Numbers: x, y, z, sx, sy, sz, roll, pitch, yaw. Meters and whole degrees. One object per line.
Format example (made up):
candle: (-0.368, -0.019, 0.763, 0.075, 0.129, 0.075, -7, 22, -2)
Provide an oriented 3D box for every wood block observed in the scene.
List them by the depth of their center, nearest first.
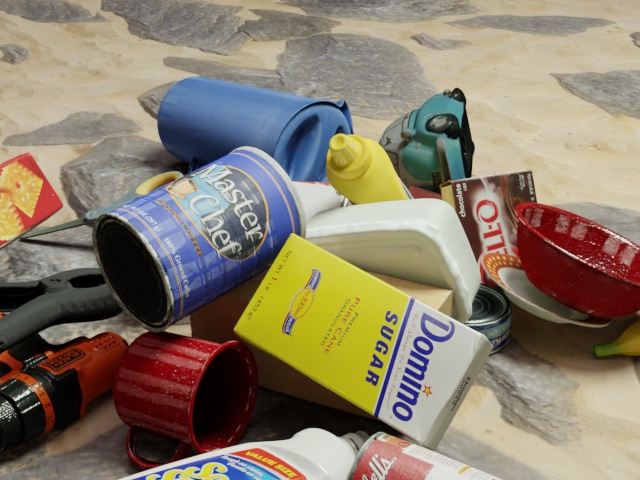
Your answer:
wood block: (-0.001, 0.077, 0.913, 0.206, 0.091, 0.090, 13, 31, 23)

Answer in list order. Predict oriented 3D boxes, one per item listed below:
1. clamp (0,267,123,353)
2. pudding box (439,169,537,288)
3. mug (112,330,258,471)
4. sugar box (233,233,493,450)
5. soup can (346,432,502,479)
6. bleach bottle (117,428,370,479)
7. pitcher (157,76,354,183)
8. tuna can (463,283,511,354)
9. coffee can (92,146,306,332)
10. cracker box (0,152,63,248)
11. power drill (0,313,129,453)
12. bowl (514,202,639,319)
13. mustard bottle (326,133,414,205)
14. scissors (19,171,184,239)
clamp: (-0.226, 0.055, 0.897, 0.171, 0.039, 0.120, -10, 29, -23)
pudding box: (0.173, -0.009, 1.063, 0.090, 0.113, 0.039, -9, -3, -18)
mug: (-0.112, 0.127, 0.835, 0.082, 0.093, 0.117, 10, 65, 29)
sugar box: (0.031, 0.075, 0.809, 0.176, 0.093, 0.048, 27, -7, 26)
soup can: (0.075, 0.181, 0.734, 0.102, 0.068, 0.068, 17, 31, 29)
bleach bottle: (-0.070, 0.183, 0.738, 0.250, 0.068, 0.103, -17, 32, -34)
pitcher: (-0.091, -0.116, 1.272, 0.148, 0.145, 0.243, -9, 22, -44)
tuna can: (0.134, 0.071, 0.988, 0.086, 0.034, 0.086, 0, 27, 0)
coffee can: (-0.096, -0.003, 0.859, 0.140, 0.103, 0.103, -30, 39, -34)
cracker box: (-0.366, 0.010, 0.982, 0.164, 0.072, 0.213, -25, 11, 35)
power drill: (-0.279, 0.108, 0.891, 0.188, 0.057, 0.184, 21, 29, 30)
bowl: (0.242, 0.025, 0.981, 0.162, 0.055, 0.162, 20, 19, -7)
mustard bottle: (0.053, -0.045, 1.013, 0.058, 0.191, 0.096, -40, 54, 2)
scissors: (-0.225, -0.036, 1.144, 0.202, 0.016, 0.096, -4, 36, 31)
